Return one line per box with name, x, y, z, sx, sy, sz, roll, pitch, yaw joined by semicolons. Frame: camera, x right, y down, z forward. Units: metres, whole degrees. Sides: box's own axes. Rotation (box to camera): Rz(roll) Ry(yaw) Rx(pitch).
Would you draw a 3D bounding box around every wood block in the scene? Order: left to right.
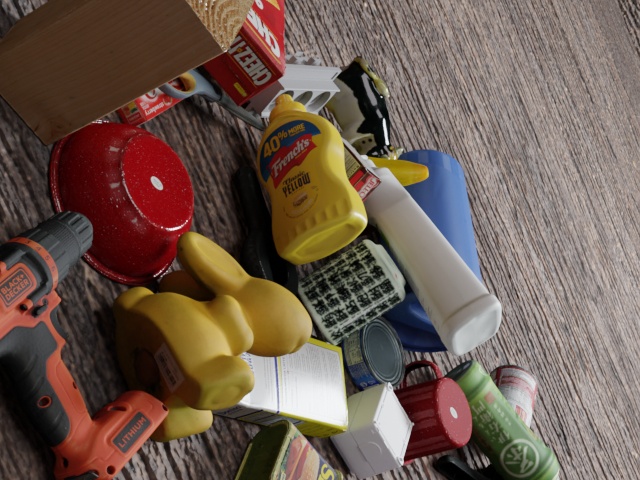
wood block;-0.169;-0.171;0.885;0.090;0.206;0.090;51;35;-27

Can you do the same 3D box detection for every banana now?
banana;0.031;-0.095;1.257;0.197;0.070;0.037;19;60;-25

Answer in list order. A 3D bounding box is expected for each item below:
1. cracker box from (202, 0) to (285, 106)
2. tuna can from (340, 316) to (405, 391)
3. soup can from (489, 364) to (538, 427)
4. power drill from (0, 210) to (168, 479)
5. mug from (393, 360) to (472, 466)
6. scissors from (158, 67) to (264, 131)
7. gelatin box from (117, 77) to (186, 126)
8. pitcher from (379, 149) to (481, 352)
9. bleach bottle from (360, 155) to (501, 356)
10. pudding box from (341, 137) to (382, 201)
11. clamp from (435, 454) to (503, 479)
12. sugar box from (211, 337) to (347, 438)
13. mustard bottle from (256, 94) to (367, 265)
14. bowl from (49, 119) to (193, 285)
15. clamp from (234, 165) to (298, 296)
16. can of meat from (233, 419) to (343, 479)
cracker box;-0.108;-0.268;1.128;0.164;0.072;0.213;47;23;-32
tuna can;0.060;0.131;1.224;0.086;0.034;0.086;34;45;-43
soup can;0.251;0.224;1.429;0.068;0.069;0.102;55;34;-21
power drill;-0.199;0.085;0.831;0.187;0.057;0.184;57;37;-13
mug;0.120;0.194;1.231;0.093;0.082;0.117;30;48;-46
scissors;-0.121;-0.171;1.093;0.201;0.016;0.096;8;62;-63
gelatin box;-0.173;-0.157;1.041;0.073;0.030;0.089;62;32;-11
pitcher;0.138;0.013;1.333;0.145;0.149;0.243;7;52;-8
bleach bottle;0.102;0.002;1.171;0.251;0.068;0.102;57;-6;25
pudding box;0.007;-0.065;1.166;0.039;0.090;0.114;38;10;-37
clamp;0.218;0.325;1.348;0.209;0.036;0.164;-16;80;-61
sugar box;-0.044;0.135;1.052;0.176;0.048;0.093;23;53;-45
mustard bottle;-0.018;-0.076;1.109;0.058;0.096;0.191;30;36;-49
bowl;-0.165;-0.044;0.962;0.161;0.055;0.162;33;46;-43
clamp;-0.057;0.001;1.111;0.120;0.039;0.171;44;29;-24
can of meat;-0.032;0.232;1.000;0.084;0.058;0.102;51;35;-23
